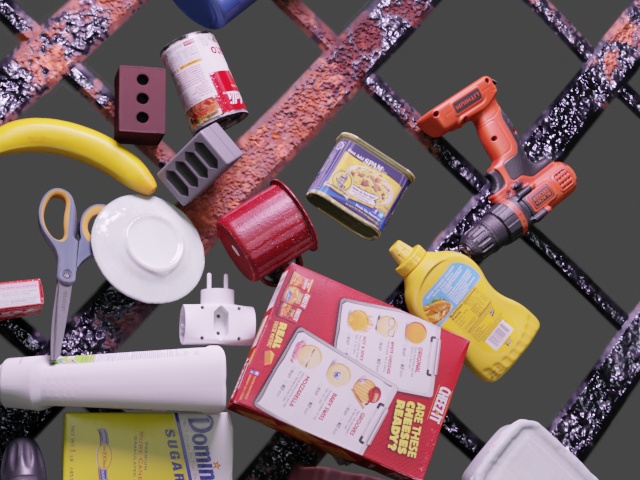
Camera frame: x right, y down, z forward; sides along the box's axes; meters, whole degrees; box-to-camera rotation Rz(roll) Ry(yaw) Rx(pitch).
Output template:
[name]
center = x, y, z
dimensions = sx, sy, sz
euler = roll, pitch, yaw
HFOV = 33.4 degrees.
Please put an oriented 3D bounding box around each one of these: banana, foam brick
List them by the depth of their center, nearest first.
[banana]
center = -0.274, -0.095, 1.160
dimensions = 0.197, 0.037, 0.069
euler = 7, 81, -15
[foam brick]
center = -0.201, -0.149, 1.184
dimensions = 0.053, 0.051, 0.078
euler = 1, 78, -17

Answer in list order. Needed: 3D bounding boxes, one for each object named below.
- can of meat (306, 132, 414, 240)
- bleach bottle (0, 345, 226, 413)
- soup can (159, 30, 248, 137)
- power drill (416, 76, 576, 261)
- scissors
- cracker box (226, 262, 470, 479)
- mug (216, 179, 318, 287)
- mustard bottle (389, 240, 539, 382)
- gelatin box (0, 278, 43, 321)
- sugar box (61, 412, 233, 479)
[can of meat]
center = 0.045, -0.061, 1.235
dimensions = 0.102, 0.057, 0.084
euler = 32, 74, -7
[bleach bottle]
center = -0.225, 0.145, 1.100
dimensions = 0.250, 0.103, 0.068
euler = 0, 88, -8
[soup can]
center = -0.132, -0.176, 1.202
dimensions = 0.068, 0.069, 0.102
euler = -22, 85, -20
[power drill]
center = 0.199, -0.088, 1.288
dimensions = 0.184, 0.057, 0.187
euler = -35, 93, -24
[scissors]
center = -0.249, 0.032, 1.119
dimensions = 0.096, 0.016, 0.202
euler = -2, 60, -27
[cracker box]
center = 0.030, 0.144, 1.140
dimensions = 0.213, 0.072, 0.164
euler = 24, 72, -5
[mug]
center = -0.058, 0.001, 1.183
dimensions = 0.081, 0.093, 0.117
euler = -32, 125, -15
[mustard bottle]
center = 0.155, 0.070, 1.238
dimensions = 0.191, 0.058, 0.096
euler = 42, 82, -4
[gelatin box]
center = -0.330, 0.063, 1.089
dimensions = 0.089, 0.073, 0.030
euler = -7, 80, -18
[sugar box]
center = -0.180, 0.226, 1.113
dimensions = 0.176, 0.048, 0.093
euler = 2, 78, -15
